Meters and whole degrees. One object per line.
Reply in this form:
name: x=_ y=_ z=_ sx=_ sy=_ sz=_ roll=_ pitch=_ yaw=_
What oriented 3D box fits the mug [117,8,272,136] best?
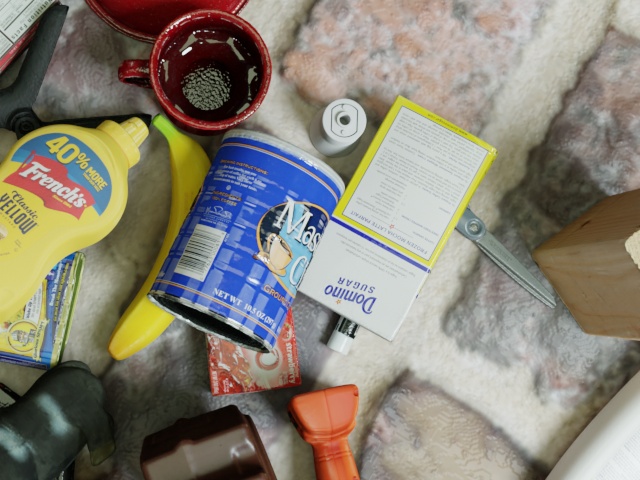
mug: x=-0.101 y=-0.128 z=0.843 sx=0.117 sy=0.081 sz=0.093 roll=0 pitch=87 yaw=-9

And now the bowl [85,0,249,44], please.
bowl: x=-0.125 y=-0.243 z=0.862 sx=0.162 sy=0.055 sz=0.162 roll=0 pitch=88 yaw=-5

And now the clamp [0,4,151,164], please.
clamp: x=-0.234 y=-0.104 z=0.846 sx=0.171 sy=0.039 sz=0.120 roll=-30 pitch=103 yaw=-8

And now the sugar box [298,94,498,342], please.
sugar box: x=0.060 y=-0.016 z=0.855 sx=0.093 sy=0.048 sz=0.176 roll=30 pitch=90 yaw=8

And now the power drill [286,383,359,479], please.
power drill: x=0.020 y=0.206 z=0.802 sx=0.057 sy=0.184 sz=0.187 roll=-10 pitch=79 yaw=-6

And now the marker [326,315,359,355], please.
marker: x=0.039 y=0.037 z=0.883 sx=0.020 sy=0.020 sz=0.121 roll=26 pitch=85 yaw=-4

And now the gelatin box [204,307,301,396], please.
gelatin box: x=-0.057 y=0.078 z=0.867 sx=0.073 sy=0.030 sz=0.089 roll=-6 pitch=89 yaw=-6

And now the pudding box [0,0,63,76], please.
pudding box: x=-0.276 y=-0.195 z=0.854 sx=0.113 sy=0.039 sz=0.090 roll=44 pitch=85 yaw=-4

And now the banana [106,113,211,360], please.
banana: x=-0.121 y=0.002 z=0.857 sx=0.069 sy=0.037 sz=0.198 roll=10 pitch=91 yaw=-19

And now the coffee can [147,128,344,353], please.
coffee can: x=-0.055 y=0.001 z=0.810 sx=0.103 sy=0.103 sz=0.140 roll=25 pitch=76 yaw=-4

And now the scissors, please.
scissors: x=0.130 y=-0.031 z=0.896 sx=0.201 sy=0.016 sz=0.096 roll=28 pitch=85 yaw=-4

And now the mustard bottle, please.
mustard bottle: x=-0.204 y=-0.032 z=0.806 sx=0.096 sy=0.058 sz=0.191 roll=44 pitch=64 yaw=5

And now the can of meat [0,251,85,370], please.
can of meat: x=-0.237 y=0.048 z=0.839 sx=0.084 sy=0.057 sz=0.102 roll=12 pitch=86 yaw=-6
